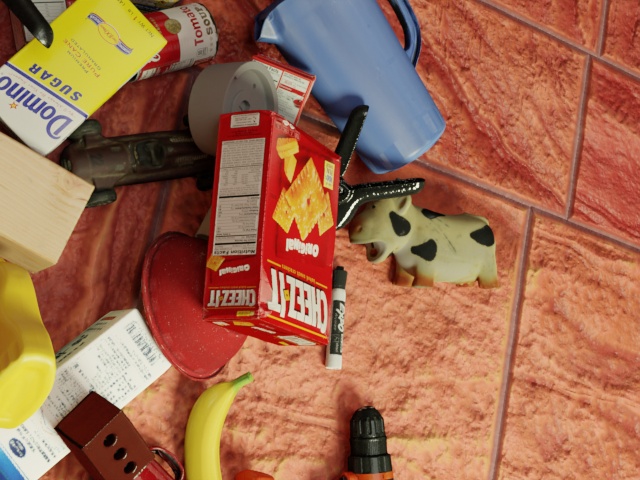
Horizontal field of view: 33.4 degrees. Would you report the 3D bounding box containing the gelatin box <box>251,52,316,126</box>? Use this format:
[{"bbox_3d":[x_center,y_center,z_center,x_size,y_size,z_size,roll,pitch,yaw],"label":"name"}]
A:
[{"bbox_3d":[-0.055,-0.157,1.203,0.073,0.030,0.089,22,109,1],"label":"gelatin box"}]

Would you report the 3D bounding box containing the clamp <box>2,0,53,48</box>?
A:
[{"bbox_3d":[-0.346,-0.257,1.067,0.036,0.165,0.210,47,30,-62],"label":"clamp"}]

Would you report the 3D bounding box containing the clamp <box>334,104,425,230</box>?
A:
[{"bbox_3d":[0.020,-0.071,1.214,0.171,0.039,0.120,-29,97,4],"label":"clamp"}]

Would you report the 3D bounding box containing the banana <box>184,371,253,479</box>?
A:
[{"bbox_3d":[-0.112,0.236,1.126,0.037,0.070,0.198,14,77,-69],"label":"banana"}]

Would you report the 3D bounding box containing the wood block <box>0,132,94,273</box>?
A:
[{"bbox_3d":[-0.339,-0.059,1.032,0.206,0.090,0.090,31,68,-22],"label":"wood block"}]

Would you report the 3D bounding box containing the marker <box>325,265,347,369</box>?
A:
[{"bbox_3d":[0.019,0.089,1.247,0.020,0.020,0.121,11,76,-28],"label":"marker"}]

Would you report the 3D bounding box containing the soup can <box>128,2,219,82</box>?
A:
[{"bbox_3d":[-0.171,-0.217,1.166,0.102,0.069,0.068,-21,92,-31],"label":"soup can"}]

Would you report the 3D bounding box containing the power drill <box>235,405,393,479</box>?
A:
[{"bbox_3d":[0.001,0.282,1.181,0.187,0.057,0.184,0,82,-29],"label":"power drill"}]

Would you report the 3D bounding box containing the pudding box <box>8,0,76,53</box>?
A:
[{"bbox_3d":[-0.282,-0.255,1.128,0.089,0.039,0.113,-8,83,-28],"label":"pudding box"}]

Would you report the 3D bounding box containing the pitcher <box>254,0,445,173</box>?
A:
[{"bbox_3d":[0.049,-0.209,1.254,0.242,0.149,0.145,54,24,-15],"label":"pitcher"}]

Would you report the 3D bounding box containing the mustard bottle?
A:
[{"bbox_3d":[-0.300,0.076,0.999,0.058,0.096,0.192,13,32,-36],"label":"mustard bottle"}]

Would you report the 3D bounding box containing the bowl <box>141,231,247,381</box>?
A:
[{"bbox_3d":[-0.116,0.061,1.110,0.162,0.055,0.162,42,39,-47],"label":"bowl"}]

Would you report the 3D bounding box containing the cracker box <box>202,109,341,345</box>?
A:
[{"bbox_3d":[-0.044,-0.008,1.102,0.164,0.072,0.213,28,62,-60],"label":"cracker box"}]

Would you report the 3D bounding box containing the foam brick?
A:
[{"bbox_3d":[-0.202,0.191,1.003,0.053,0.051,0.078,-46,134,-23],"label":"foam brick"}]

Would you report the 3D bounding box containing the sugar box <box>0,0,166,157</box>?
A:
[{"bbox_3d":[-0.249,-0.171,1.068,0.093,0.048,0.176,46,74,-11],"label":"sugar box"}]
